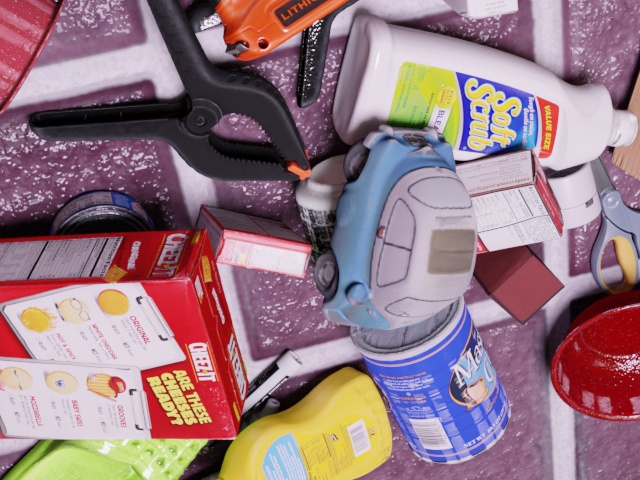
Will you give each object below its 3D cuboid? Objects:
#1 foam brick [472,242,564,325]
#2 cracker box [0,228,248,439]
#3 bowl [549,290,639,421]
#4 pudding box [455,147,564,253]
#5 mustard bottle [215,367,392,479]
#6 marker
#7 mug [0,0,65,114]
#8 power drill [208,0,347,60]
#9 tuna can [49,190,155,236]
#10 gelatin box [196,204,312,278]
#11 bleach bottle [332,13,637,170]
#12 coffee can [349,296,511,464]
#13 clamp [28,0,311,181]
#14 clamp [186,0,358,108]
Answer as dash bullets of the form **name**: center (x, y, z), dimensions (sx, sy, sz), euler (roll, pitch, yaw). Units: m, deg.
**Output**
- **foam brick**: center (0.165, 0.025, 0.932), dimensions (0.051, 0.078, 0.053), euler (-45, 122, 10)
- **cracker box**: center (-0.176, 0.075, 0.820), dimensions (0.214, 0.072, 0.164), euler (-3, 127, 11)
- **bowl**: center (0.294, 0.099, 1.005), dimensions (0.162, 0.055, 0.162), euler (1, 131, 0)
- **pudding box**: center (0.134, -0.028, 0.877), dimensions (0.114, 0.039, 0.090), euler (-13, 145, 21)
- **mustard bottle**: center (-0.028, 0.196, 0.942), dimensions (0.191, 0.058, 0.096), euler (-28, 117, -27)
- **marker**: center (-0.066, 0.146, 0.966), dimensions (0.121, 0.020, 0.020), euler (-43, 120, 9)
- **mug**: center (-0.239, -0.141, 0.732), dimensions (0.081, 0.093, 0.117), euler (29, 143, -22)
- **power drill**: center (-0.048, -0.231, 0.714), dimensions (0.184, 0.057, 0.187), euler (-36, 103, -9)
- **tuna can**: center (-0.173, 0.004, 0.851), dimensions (0.086, 0.034, 0.086), euler (-7, 119, -12)
- **gelatin box**: center (-0.056, 0.001, 0.849), dimensions (0.073, 0.089, 0.030), euler (11, 100, -21)
- **bleach bottle**: center (0.141, -0.112, 0.855), dimensions (0.250, 0.068, 0.103), euler (5, 120, -17)
- **coffee can**: center (0.099, 0.114, 0.946), dimensions (0.103, 0.103, 0.140), euler (-28, 121, 0)
- **clamp**: center (-0.090, -0.108, 0.796), dimensions (0.209, 0.036, 0.165), euler (21, 124, -22)
- **clamp**: center (-0.018, -0.191, 0.788), dimensions (0.120, 0.039, 0.172), euler (20, 112, -28)
